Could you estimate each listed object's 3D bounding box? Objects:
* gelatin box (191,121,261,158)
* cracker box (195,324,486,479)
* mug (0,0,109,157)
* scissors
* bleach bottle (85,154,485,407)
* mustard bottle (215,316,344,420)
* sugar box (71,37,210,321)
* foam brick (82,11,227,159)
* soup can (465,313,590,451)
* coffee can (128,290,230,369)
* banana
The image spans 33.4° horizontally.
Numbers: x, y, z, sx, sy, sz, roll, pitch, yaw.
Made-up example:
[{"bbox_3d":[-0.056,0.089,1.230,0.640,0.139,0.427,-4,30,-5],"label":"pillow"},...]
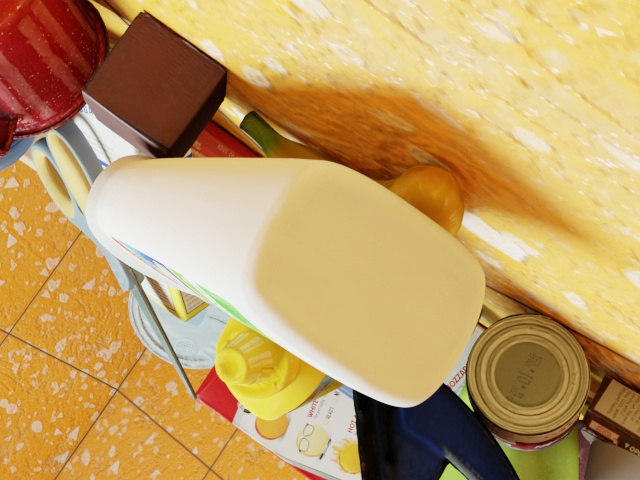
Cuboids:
[{"bbox_3d":[-0.073,-0.056,0.732,0.073,0.030,0.089,36,174,-19],"label":"gelatin box"},{"bbox_3d":[0.041,0.112,0.799,0.214,0.164,0.072,33,172,12],"label":"cracker box"},{"bbox_3d":[-0.165,-0.098,0.531,0.093,0.117,0.081,2,161,11],"label":"mug"},{"bbox_3d":[-0.138,0.010,0.697,0.096,0.016,0.202,20,136,50],"label":"scissors"},{"bbox_3d":[-0.041,0.003,0.483,0.102,0.068,0.251,34,169,-27],"label":"bleach bottle"},{"bbox_3d":[-0.003,0.050,0.576,0.058,0.096,0.191,43,-160,14],"label":"mustard bottle"},{"bbox_3d":[-0.117,-0.041,0.678,0.093,0.048,0.176,30,141,38],"label":"sugar box"},{"bbox_3d":[-0.084,-0.074,0.550,0.053,0.051,0.078,36,174,-4],"label":"foam brick"},{"bbox_3d":[0.120,0.084,0.617,0.068,0.068,0.102,33,173,17],"label":"soup can"},{"bbox_3d":[-0.094,0.029,0.904,0.102,0.103,0.140,35,-156,-9],"label":"coffee can"},{"bbox_3d":[0.018,-0.019,0.500,0.069,0.037,0.198,38,173,-29],"label":"banana"}]
